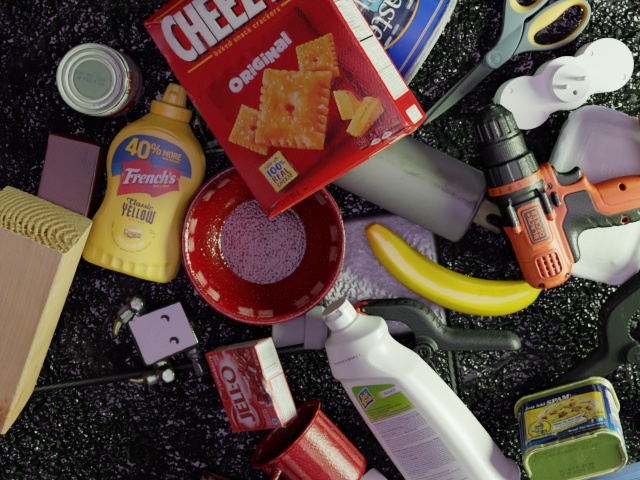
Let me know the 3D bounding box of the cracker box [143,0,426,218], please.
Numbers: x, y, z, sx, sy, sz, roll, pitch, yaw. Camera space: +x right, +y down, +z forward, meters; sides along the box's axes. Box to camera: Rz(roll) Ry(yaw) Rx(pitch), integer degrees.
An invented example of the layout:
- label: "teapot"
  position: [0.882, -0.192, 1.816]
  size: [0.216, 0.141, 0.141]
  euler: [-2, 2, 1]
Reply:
- label: "cracker box"
  position: [-0.032, -0.152, 0.959]
  size: [0.164, 0.072, 0.213]
  euler: [-30, 96, 23]

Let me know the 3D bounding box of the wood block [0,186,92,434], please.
- label: "wood block"
  position: [-0.300, 0.066, 1.021]
  size: [0.091, 0.090, 0.206]
  euler: [22, 112, -4]

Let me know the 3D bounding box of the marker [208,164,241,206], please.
- label: "marker"
  position: [-0.070, -0.080, 1.073]
  size: [0.121, 0.020, 0.020]
  euler: [-39, 96, 3]

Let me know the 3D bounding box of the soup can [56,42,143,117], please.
- label: "soup can"
  position: [-0.210, -0.152, 1.021]
  size: [0.068, 0.102, 0.068]
  euler: [0, 96, -2]

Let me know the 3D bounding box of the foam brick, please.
- label: "foam brick"
  position: [-0.246, -0.063, 1.055]
  size: [0.053, 0.051, 0.078]
  euler: [14, 96, -4]

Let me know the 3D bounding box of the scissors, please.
- label: "scissors"
  position: [0.172, -0.203, 1.068]
  size: [0.202, 0.016, 0.096]
  euler: [-26, 94, 1]

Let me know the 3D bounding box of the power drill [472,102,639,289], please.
- label: "power drill"
  position: [0.250, -0.066, 1.003]
  size: [0.187, 0.057, 0.184]
  euler: [-21, 100, 4]

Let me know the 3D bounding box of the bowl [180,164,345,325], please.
- label: "bowl"
  position: [-0.057, 0.001, 1.061]
  size: [0.162, 0.055, 0.162]
  euler: [0, 92, -3]

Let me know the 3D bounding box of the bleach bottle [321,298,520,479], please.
- label: "bleach bottle"
  position: [0.089, 0.161, 1.055]
  size: [0.103, 0.068, 0.251]
  euler: [-27, 104, 32]

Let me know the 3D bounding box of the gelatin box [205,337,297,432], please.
- label: "gelatin box"
  position: [-0.070, 0.147, 1.072]
  size: [0.073, 0.030, 0.089]
  euler: [-14, 97, 40]

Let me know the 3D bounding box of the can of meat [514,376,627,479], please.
- label: "can of meat"
  position: [0.245, 0.189, 1.047]
  size: [0.102, 0.084, 0.057]
  euler: [-19, 114, 16]

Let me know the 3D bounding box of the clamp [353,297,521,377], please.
- label: "clamp"
  position: [0.114, 0.104, 1.085]
  size: [0.171, 0.039, 0.120]
  euler: [38, 98, -7]

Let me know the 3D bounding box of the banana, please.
- label: "banana"
  position: [0.135, 0.036, 1.080]
  size: [0.198, 0.037, 0.070]
  euler: [14, 99, -1]

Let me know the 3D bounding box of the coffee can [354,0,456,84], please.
- label: "coffee can"
  position: [0.044, -0.222, 1.019]
  size: [0.140, 0.103, 0.103]
  euler: [31, 94, -4]

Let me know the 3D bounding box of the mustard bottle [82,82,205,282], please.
- label: "mustard bottle"
  position: [-0.165, -0.061, 1.054]
  size: [0.096, 0.058, 0.192]
  euler: [16, 95, 3]

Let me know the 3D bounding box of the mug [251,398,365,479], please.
- label: "mug"
  position: [-0.014, 0.227, 1.063]
  size: [0.081, 0.117, 0.093]
  euler: [47, 132, -10]
